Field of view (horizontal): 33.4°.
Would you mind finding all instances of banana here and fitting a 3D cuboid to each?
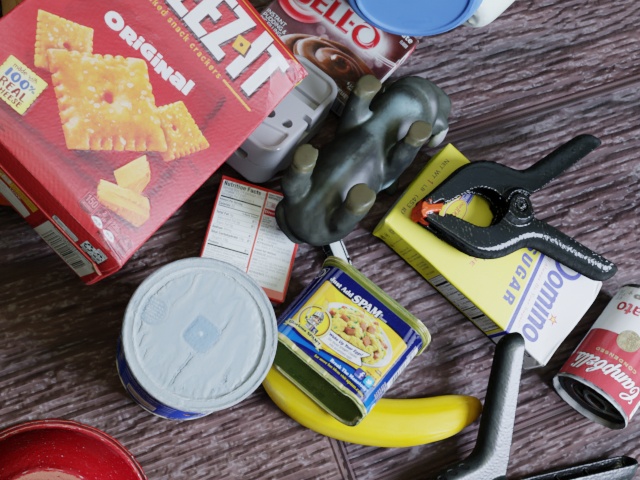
[{"bbox_3d":[0.031,0.125,0.836,0.197,0.037,0.069,21,77,-7],"label":"banana"}]

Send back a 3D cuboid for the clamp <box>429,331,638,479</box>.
[{"bbox_3d":[0.148,0.200,0.839,0.164,0.036,0.210,39,82,-15],"label":"clamp"}]

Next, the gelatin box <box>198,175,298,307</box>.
[{"bbox_3d":[-0.055,0.001,0.847,0.073,0.030,0.089,16,75,-8],"label":"gelatin box"}]

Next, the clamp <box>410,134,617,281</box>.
[{"bbox_3d":[0.158,-0.035,0.850,0.171,0.039,0.120,8,71,-15],"label":"clamp"}]

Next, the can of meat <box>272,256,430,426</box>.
[{"bbox_3d":[0.017,0.077,0.803,0.102,0.057,0.083,39,62,8],"label":"can of meat"}]

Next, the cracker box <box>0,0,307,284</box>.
[{"bbox_3d":[-0.132,-0.103,0.716,0.164,0.072,0.213,49,59,-14],"label":"cracker box"}]

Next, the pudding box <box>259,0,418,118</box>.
[{"bbox_3d":[0.010,-0.169,0.892,0.113,0.039,0.090,43,72,-1],"label":"pudding box"}]

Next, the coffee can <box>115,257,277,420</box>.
[{"bbox_3d":[-0.093,0.075,0.765,0.102,0.140,0.103,3,78,-12],"label":"coffee can"}]

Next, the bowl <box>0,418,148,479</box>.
[{"bbox_3d":[-0.195,0.208,0.760,0.162,0.055,0.162,2,78,-12],"label":"bowl"}]

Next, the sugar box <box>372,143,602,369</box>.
[{"bbox_3d":[0.138,0.014,0.878,0.176,0.048,0.093,40,73,-1],"label":"sugar box"}]
